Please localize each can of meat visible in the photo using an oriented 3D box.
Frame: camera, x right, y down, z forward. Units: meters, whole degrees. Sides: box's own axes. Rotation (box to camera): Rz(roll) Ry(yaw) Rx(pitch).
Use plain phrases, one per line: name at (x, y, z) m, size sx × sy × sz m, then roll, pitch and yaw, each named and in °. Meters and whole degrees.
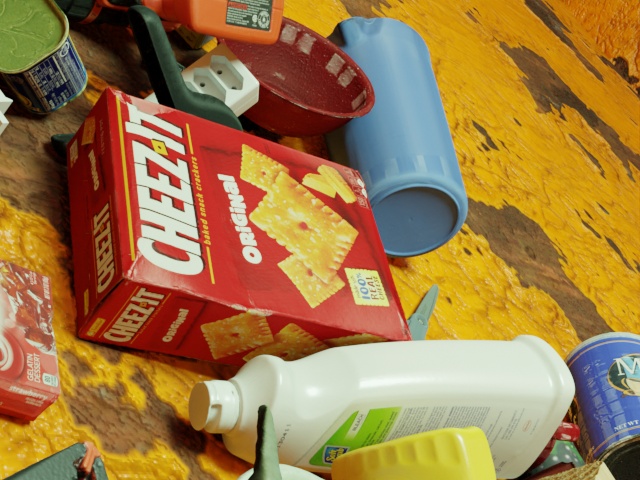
can of meat at (-0.208, -0.144, 0.728) m, size 0.102 × 0.057 × 0.084 m, roll 52°, pitch -10°, yaw 12°

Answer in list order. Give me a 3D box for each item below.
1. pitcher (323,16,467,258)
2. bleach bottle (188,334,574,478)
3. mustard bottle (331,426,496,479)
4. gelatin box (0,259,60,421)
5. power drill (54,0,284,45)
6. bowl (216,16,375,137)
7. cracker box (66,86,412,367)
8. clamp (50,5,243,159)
pitcher at (0.070, -0.094, 1.054) m, size 0.149 × 0.145 × 0.243 m, roll 15°, pitch 40°, yaw -24°
bleach bottle at (0.038, 0.103, 0.680) m, size 0.250 × 0.103 × 0.068 m, roll 8°, pitch 30°, yaw -31°
mustard bottle at (0.066, 0.207, 0.595) m, size 0.058 × 0.096 × 0.191 m, roll 11°, pitch 63°, yaw -53°
gelatin box at (-0.177, 0.046, 0.558) m, size 0.073 × 0.030 × 0.089 m, roll 25°, pitch 31°, yaw -36°
power drill at (-0.137, -0.195, 0.847) m, size 0.188 × 0.057 × 0.184 m, roll 15°, pitch 14°, yaw 39°
bowl at (-0.033, -0.142, 0.965) m, size 0.162 × 0.055 × 0.162 m, roll 22°, pitch 32°, yaw -15°
cracker box at (-0.055, 0.001, 0.715) m, size 0.213 × 0.072 × 0.164 m, roll 16°, pitch 43°, yaw -33°
clamp at (-0.107, -0.093, 0.792) m, size 0.171 × 0.120 × 0.039 m, roll 23°, pitch 7°, yaw -47°
